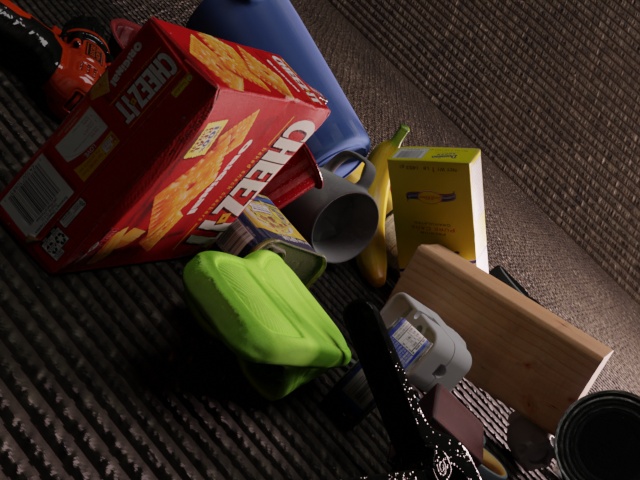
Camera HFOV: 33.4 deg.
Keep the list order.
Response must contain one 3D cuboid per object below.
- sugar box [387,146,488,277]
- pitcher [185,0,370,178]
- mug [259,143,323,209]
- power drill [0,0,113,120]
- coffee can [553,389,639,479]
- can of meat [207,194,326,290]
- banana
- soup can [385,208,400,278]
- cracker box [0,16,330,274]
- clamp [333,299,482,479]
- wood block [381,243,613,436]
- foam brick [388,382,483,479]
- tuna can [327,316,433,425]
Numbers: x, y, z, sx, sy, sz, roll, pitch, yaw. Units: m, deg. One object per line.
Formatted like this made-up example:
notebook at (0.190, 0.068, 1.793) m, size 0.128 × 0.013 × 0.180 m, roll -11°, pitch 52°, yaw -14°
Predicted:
sugar box at (0.128, -0.012, 1.143) m, size 0.093 × 0.176 × 0.048 m, roll 5°, pitch 27°, yaw 26°
pitcher at (-0.047, -0.173, 1.246) m, size 0.243 × 0.145 × 0.149 m, roll 59°, pitch 21°, yaw 17°
mug at (-0.062, -0.074, 0.967) m, size 0.117 × 0.081 × 0.093 m, roll 59°, pitch -10°, yaw -17°
power drill at (-0.258, -0.192, 0.902) m, size 0.187 × 0.057 × 0.184 m, roll 35°, pitch 16°, yaw -25°
coffee can at (0.273, 0.206, 0.990) m, size 0.103 × 0.103 × 0.140 m, roll 51°, pitch -2°, yaw 28°
can of meat at (-0.056, 0.001, 0.887) m, size 0.084 × 0.057 × 0.102 m, roll 49°, pitch 15°, yaw 29°
banana at (0.061, -0.034, 1.188) m, size 0.037 × 0.070 × 0.197 m, roll 14°, pitch 67°, yaw -13°
soup can at (0.108, 0.014, 1.246) m, size 0.102 × 0.068 × 0.068 m, roll 45°, pitch 15°, yaw 6°
cracker box at (-0.097, -0.058, 0.735) m, size 0.072 × 0.164 × 0.213 m, roll 48°, pitch 16°, yaw 12°
clamp at (0.063, 0.162, 0.721) m, size 0.210 × 0.036 × 0.164 m, roll 53°, pitch 33°, yaw -23°
wood block at (0.173, 0.093, 1.061) m, size 0.206 × 0.090 × 0.090 m, roll 32°, pitch 11°, yaw 19°
foam brick at (0.091, 0.158, 0.835) m, size 0.051 × 0.053 × 0.078 m, roll 42°, pitch 16°, yaw -2°
tuna can at (0.045, 0.099, 0.814) m, size 0.034 × 0.086 × 0.086 m, roll 43°, pitch 15°, yaw 7°
